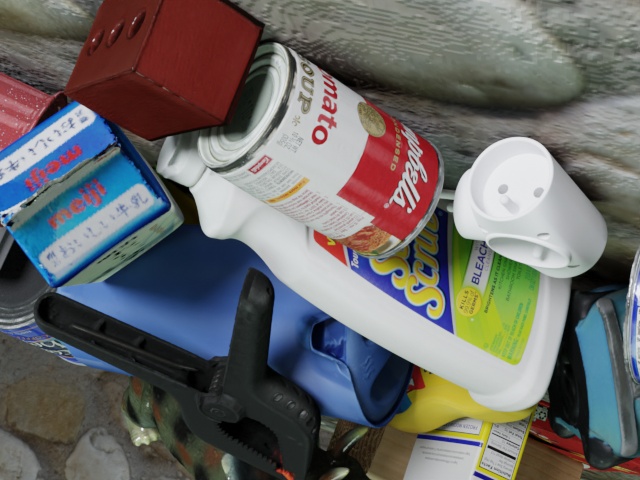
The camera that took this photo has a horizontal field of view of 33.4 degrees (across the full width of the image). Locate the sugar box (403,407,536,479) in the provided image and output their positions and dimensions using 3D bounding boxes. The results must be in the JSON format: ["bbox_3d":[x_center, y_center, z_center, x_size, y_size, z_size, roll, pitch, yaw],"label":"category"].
[{"bbox_3d":[0.121,0.138,0.824,0.048,0.176,0.093,24,165,-22],"label":"sugar box"}]

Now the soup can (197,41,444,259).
[{"bbox_3d":[0.001,-0.042,0.512,0.102,0.068,0.069,29,163,-34],"label":"soup can"}]

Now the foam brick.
[{"bbox_3d":[-0.072,-0.082,0.484,0.051,0.053,0.078,27,163,-31],"label":"foam brick"}]

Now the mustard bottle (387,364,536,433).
[{"bbox_3d":[0.083,0.095,0.804,0.058,0.096,0.192,21,155,-30],"label":"mustard bottle"}]

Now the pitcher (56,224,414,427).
[{"bbox_3d":[-0.054,0.049,0.757,0.243,0.145,0.149,5,140,24],"label":"pitcher"}]

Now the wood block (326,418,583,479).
[{"bbox_3d":[0.121,0.199,0.963,0.206,0.090,0.091,28,167,-20],"label":"wood block"}]

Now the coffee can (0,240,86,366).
[{"bbox_3d":[-0.213,0.039,0.870,0.103,0.103,0.140,14,166,19],"label":"coffee can"}]

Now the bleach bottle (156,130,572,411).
[{"bbox_3d":[0.023,0.008,0.601,0.250,0.102,0.068,25,162,-22],"label":"bleach bottle"}]

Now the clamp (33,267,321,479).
[{"bbox_3d":[-0.069,0.089,0.661,0.165,0.036,0.210,-1,140,26],"label":"clamp"}]

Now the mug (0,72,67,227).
[{"bbox_3d":[-0.216,-0.060,0.652,0.081,0.117,0.093,25,125,-4],"label":"mug"}]
